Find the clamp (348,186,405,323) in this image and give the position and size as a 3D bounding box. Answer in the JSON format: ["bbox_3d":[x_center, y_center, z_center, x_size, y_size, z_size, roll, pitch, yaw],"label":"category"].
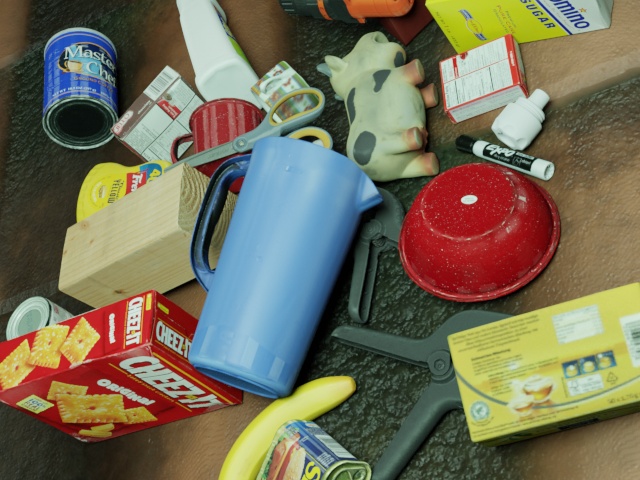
[{"bbox_3d":[0.053,0.006,1.117,0.120,0.039,0.172,-34,46,-2],"label":"clamp"}]

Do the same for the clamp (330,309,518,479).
[{"bbox_3d":[0.109,0.115,1.000,0.210,0.036,0.164,-31,59,14],"label":"clamp"}]

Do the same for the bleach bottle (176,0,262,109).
[{"bbox_3d":[-0.144,-0.266,1.393,0.068,0.102,0.251,-31,49,8],"label":"bleach bottle"}]

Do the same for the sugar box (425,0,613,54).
[{"bbox_3d":[0.212,-0.254,1.141,0.177,0.093,0.048,-2,61,35],"label":"sugar box"}]

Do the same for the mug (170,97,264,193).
[{"bbox_3d":[-0.122,-0.109,1.277,0.117,0.093,0.081,-7,58,0],"label":"mug"}]

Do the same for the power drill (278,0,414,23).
[{"bbox_3d":[0.051,-0.343,1.269,0.185,0.057,0.187,10,70,35],"label":"power drill"}]

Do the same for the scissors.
[{"bbox_3d":[-0.072,-0.097,1.210,0.202,0.016,0.096,-34,82,5],"label":"scissors"}]

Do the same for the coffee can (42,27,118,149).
[{"bbox_3d":[-0.335,-0.213,1.494,0.103,0.102,0.140,-26,50,19],"label":"coffee can"}]

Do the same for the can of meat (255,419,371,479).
[{"bbox_3d":[-0.012,0.228,0.990,0.084,0.057,0.102,33,104,46],"label":"can of meat"}]

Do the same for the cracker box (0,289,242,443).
[{"bbox_3d":[-0.213,0.142,1.128,0.214,0.164,0.072,-18,54,25],"label":"cracker box"}]

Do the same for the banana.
[{"bbox_3d":[-0.045,0.203,1.061,0.070,0.037,0.198,35,86,20],"label":"banana"}]

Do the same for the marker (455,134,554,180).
[{"bbox_3d":[0.186,-0.087,1.099,0.121,0.020,0.020,25,78,43],"label":"marker"}]

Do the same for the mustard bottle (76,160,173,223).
[{"bbox_3d":[-0.217,-0.052,1.334,0.192,0.058,0.096,-1,66,34],"label":"mustard bottle"}]

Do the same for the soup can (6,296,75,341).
[{"bbox_3d":[-0.309,0.117,1.255,0.069,0.102,0.068,-18,53,25],"label":"soup can"}]

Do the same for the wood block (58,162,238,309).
[{"bbox_3d":[-0.200,0.003,1.238,0.206,0.090,0.090,-25,49,33],"label":"wood block"}]

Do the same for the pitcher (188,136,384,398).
[{"bbox_3d":[-0.052,0.026,1.072,0.149,0.144,0.242,-12,55,64],"label":"pitcher"}]

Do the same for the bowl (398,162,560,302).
[{"bbox_3d":[0.148,-0.022,1.035,0.162,0.055,0.162,-11,51,13],"label":"bowl"}]

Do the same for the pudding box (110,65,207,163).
[{"bbox_3d":[-0.198,-0.151,1.365,0.113,0.090,0.039,-47,47,-2],"label":"pudding box"}]

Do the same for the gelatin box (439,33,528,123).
[{"bbox_3d":[0.176,-0.175,1.158,0.089,0.030,0.073,-20,53,24],"label":"gelatin box"}]

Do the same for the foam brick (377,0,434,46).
[{"bbox_3d":[0.105,-0.282,1.264,0.078,0.051,0.053,-44,46,3],"label":"foam brick"}]
